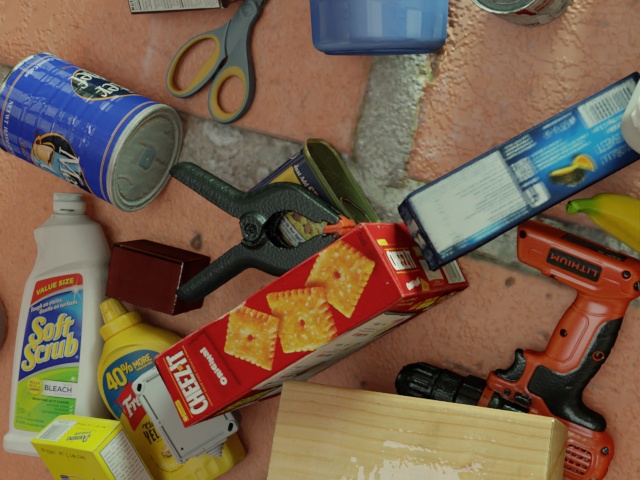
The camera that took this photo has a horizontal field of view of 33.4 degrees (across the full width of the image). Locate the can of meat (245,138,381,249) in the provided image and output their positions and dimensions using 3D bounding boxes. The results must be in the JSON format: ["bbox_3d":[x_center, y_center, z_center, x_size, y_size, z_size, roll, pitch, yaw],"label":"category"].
[{"bbox_3d":[-0.009,-0.023,0.920,0.084,0.057,0.102,-36,80,24],"label":"can of meat"}]

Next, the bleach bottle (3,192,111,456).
[{"bbox_3d":[-0.251,0.079,1.030,0.103,0.068,0.251,3,94,17],"label":"bleach bottle"}]

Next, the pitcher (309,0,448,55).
[{"bbox_3d":[0.036,-0.271,0.846,0.145,0.149,0.243,-2,98,-11],"label":"pitcher"}]

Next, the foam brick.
[{"bbox_3d":[-0.150,0.033,0.988,0.078,0.052,0.051,14,100,23],"label":"foam brick"}]

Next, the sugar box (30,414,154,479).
[{"bbox_3d":[-0.184,0.240,0.973,0.094,0.048,0.176,-2,120,41],"label":"sugar box"}]

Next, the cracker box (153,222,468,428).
[{"bbox_3d":[-0.005,0.063,0.866,0.214,0.164,0.072,-32,78,22],"label":"cracker box"}]

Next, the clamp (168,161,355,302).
[{"bbox_3d":[-0.056,0.001,0.893,0.172,0.039,0.120,9,103,26],"label":"clamp"}]

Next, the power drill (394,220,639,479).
[{"bbox_3d":[0.166,0.083,0.854,0.184,0.057,0.188,21,105,17],"label":"power drill"}]

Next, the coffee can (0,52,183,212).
[{"bbox_3d":[-0.212,-0.100,0.976,0.140,0.102,0.103,25,104,20],"label":"coffee can"}]

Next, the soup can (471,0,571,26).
[{"bbox_3d":[0.152,-0.200,0.809,0.069,0.102,0.068,2,95,23],"label":"soup can"}]

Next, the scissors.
[{"bbox_3d":[-0.057,-0.184,0.949,0.202,0.016,0.096,-38,81,21],"label":"scissors"}]

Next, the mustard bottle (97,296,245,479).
[{"bbox_3d":[-0.153,0.140,0.991,0.096,0.058,0.191,-30,85,21],"label":"mustard bottle"}]

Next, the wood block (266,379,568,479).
[{"bbox_3d":[0.074,0.166,0.810,0.206,0.090,0.090,5,78,21],"label":"wood block"}]
